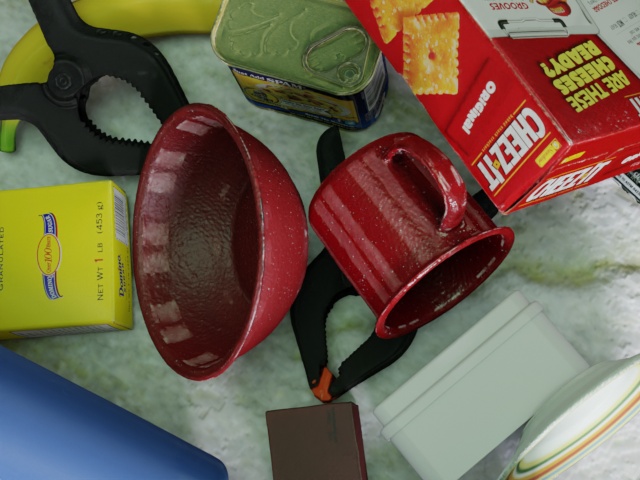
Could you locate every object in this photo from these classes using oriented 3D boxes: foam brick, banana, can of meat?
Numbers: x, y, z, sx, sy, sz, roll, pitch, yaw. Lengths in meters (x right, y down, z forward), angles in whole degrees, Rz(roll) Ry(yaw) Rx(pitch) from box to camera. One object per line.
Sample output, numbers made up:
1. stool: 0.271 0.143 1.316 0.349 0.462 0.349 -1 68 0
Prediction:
1. foam brick: 0.000 0.136 0.624 0.053 0.051 0.078 -7 77 5
2. banana: -0.140 -0.132 0.713 0.198 0.037 0.069 -27 103 4
3. can of meat: -0.008 -0.111 0.663 0.102 0.084 0.057 17 80 11

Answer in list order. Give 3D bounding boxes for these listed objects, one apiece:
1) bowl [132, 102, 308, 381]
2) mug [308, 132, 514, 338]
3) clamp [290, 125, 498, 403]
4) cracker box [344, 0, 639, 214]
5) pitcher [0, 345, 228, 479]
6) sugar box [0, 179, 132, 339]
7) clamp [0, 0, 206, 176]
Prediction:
1. bowl: -0.054 0.001 0.632 0.055 0.162 0.162 0 74 -34
2. mug: 0.048 -0.011 0.583 0.093 0.117 0.081 -27 67 -22
3. clamp: 0.023 0.012 0.655 0.120 0.039 0.171 28 77 16
4. cracker box: 0.111 -0.130 0.613 0.163 0.072 0.214 -18 66 -38
5. pitcher: -0.179 0.122 0.592 0.242 0.145 0.149 27 46 -11
6. sugar box: -0.211 0.017 0.682 0.176 0.048 0.093 -5 77 5
7. clamp: -0.169 -0.096 0.680 0.210 0.036 0.165 38 100 -6
